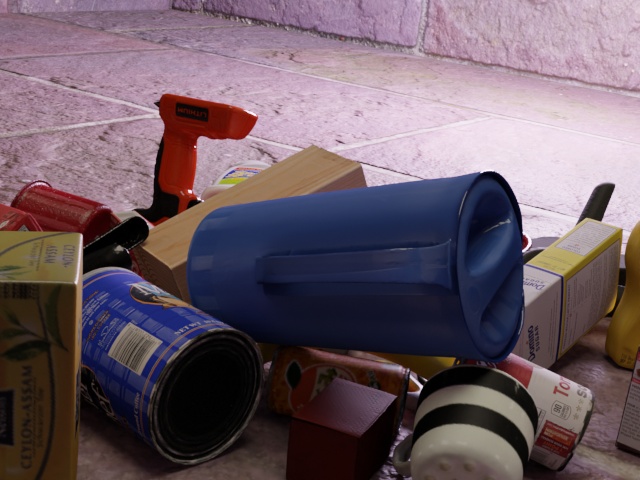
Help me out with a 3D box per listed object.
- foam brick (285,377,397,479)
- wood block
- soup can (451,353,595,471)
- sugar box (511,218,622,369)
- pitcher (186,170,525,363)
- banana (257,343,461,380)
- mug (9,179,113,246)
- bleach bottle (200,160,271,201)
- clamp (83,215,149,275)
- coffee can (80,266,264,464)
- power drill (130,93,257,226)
[{"bbox_3d":[0.016,0.140,0.760,0.053,0.051,0.078,14,19,22],"label":"foam brick"},{"bbox_3d":[-0.057,0.001,0.989,0.205,0.091,0.090,-30,31,-23],"label":"wood block"},{"bbox_3d":[0.144,0.122,0.799,0.102,0.068,0.068,24,20,6],"label":"soup can"},{"bbox_3d":[0.211,0.056,0.967,0.048,0.093,0.175,22,36,38],"label":"sugar box"},{"bbox_3d":[0.018,0.021,0.786,0.243,0.149,0.145,-3,44,31],"label":"pitcher"},{"bbox_3d":[0.032,0.087,0.874,0.198,0.069,0.037,2,6,15],"label":"banana"},{"bbox_3d":[-0.255,-0.009,1.083,0.081,0.093,0.117,16,18,16],"label":"mug"},{"bbox_3d":[-0.095,-0.059,1.343,0.102,0.068,0.251,6,15,-4],"label":"bleach bottle"},{"bbox_3d":[-0.219,0.032,0.906,0.172,0.039,0.120,-24,8,14],"label":"clamp"},{"bbox_3d":[-0.125,0.089,0.787,0.102,0.103,0.141,-11,24,-43],"label":"coffee can"},{"bbox_3d":[-0.124,-0.049,1.094,0.185,0.188,0.057,16,2,29],"label":"power drill"}]
